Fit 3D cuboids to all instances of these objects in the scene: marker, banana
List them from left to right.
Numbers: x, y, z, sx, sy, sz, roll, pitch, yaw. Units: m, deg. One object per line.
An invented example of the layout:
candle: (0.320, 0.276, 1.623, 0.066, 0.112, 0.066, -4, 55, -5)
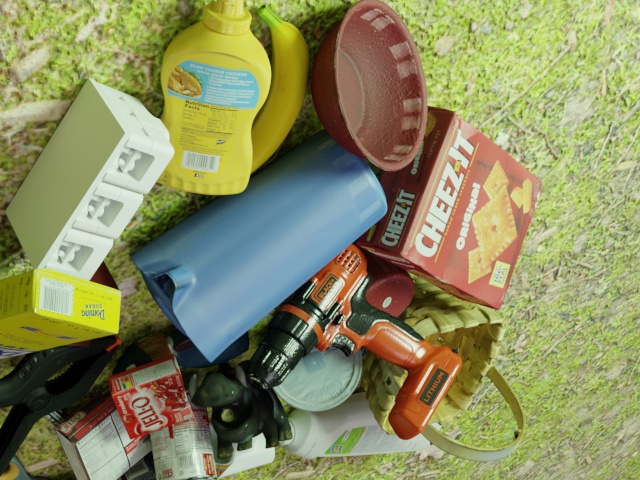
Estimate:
marker: (-0.291, 0.177, 1.134, 0.020, 0.020, 0.121, -34, 141, -5)
banana: (-0.054, -0.127, 1.011, 0.069, 0.037, 0.198, 14, 119, -12)

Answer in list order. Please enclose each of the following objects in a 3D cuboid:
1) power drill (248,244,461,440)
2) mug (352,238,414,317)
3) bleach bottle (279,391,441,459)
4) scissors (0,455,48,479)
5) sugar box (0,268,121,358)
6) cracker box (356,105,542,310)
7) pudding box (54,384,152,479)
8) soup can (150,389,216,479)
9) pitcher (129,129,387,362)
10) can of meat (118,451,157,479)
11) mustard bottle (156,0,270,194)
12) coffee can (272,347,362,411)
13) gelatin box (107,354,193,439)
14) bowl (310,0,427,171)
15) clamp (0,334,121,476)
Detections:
power drill: (0.038, 0.117, 1.085, 0.184, 0.187, 0.057, -53, -173, -26)
mug: (0.043, 0.050, 1.213, 0.117, 0.082, 0.093, -24, 139, -16)
bleach bottle: (0.047, 0.241, 1.417, 0.250, 0.068, 0.103, 2, 126, -35)
scissors: (-0.317, 0.265, 1.202, 0.201, 0.016, 0.096, -2, 130, -35)
sugar box: (-0.271, 0.069, 0.950, 0.177, 0.048, 0.093, -17, 154, 36)
cracker box: (0.150, -0.032, 1.174, 0.213, 0.072, 0.164, 28, 81, -48)
pudding box: (-0.237, 0.219, 1.182, 0.089, 0.039, 0.113, -38, 142, -28)
soup can: (-0.156, 0.225, 1.201, 0.068, 0.102, 0.068, -9, 161, -4)
pitcher: (-0.057, 0.001, 1.069, 0.242, 0.149, 0.145, -36, 121, -7)
can of meat: (-0.207, 0.294, 1.259, 0.057, 0.084, 0.102, -21, 138, -19)
mustard bottle: (-0.095, -0.134, 0.945, 0.096, 0.058, 0.192, 10, 125, -9)
coffee can: (-0.011, 0.134, 1.188, 0.102, 0.103, 0.140, -33, 178, -6)
gelatin box: (-0.178, 0.166, 1.122, 0.073, 0.030, 0.089, -18, 139, -10)
bowl: (0.039, -0.143, 1.007, 0.161, 0.055, 0.162, 10, 77, -54)
clamp: (-0.291, 0.160, 1.072, 0.209, 0.036, 0.164, -32, 145, -20)
